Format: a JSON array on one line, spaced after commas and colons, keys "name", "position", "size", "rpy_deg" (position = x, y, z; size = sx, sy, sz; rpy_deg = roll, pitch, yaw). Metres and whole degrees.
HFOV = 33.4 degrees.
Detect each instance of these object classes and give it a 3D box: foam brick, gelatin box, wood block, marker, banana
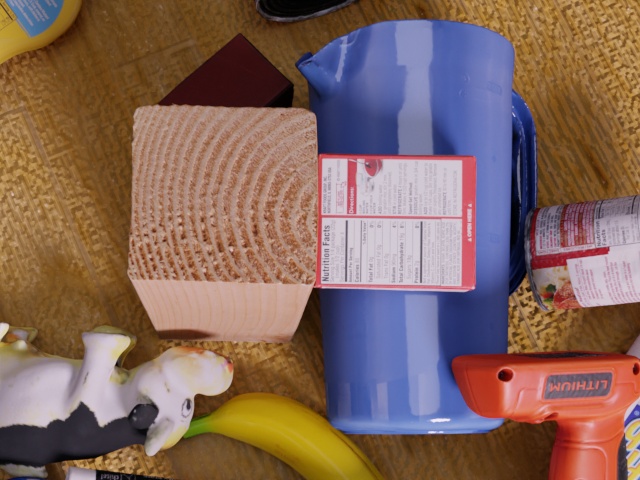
[{"name": "foam brick", "position": [-0.063, -0.087, 0.705], "size": [0.078, 0.053, 0.051], "rpy_deg": [-43, 84, -11]}, {"name": "gelatin box", "position": [0.040, -0.009, 0.584], "size": [0.089, 0.030, 0.073], "rpy_deg": [1, 85, 1]}, {"name": "wood block", "position": [-0.054, 0.000, 0.607], "size": [0.090, 0.206, 0.090], "rpy_deg": [1, 77, -4]}, {"name": "marker", "position": [-0.091, 0.151, 0.636], "size": [0.121, 0.020, 0.020], "rpy_deg": [11, 76, -18]}, {"name": "banana", "position": [0.006, 0.157, 0.666], "size": [0.198, 0.037, 0.070], "rpy_deg": [41, 107, 9]}]

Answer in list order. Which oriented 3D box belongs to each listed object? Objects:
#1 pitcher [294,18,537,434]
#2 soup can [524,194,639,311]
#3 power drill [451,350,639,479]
[{"name": "pitcher", "position": [0.066, -0.003, 0.666], "size": [0.149, 0.145, 0.243], "rpy_deg": [-2, 81, 8]}, {"name": "soup can", "position": [0.187, 0.006, 0.667], "size": [0.102, 0.068, 0.068], "rpy_deg": [-8, 76, 28]}, {"name": "power drill", "position": [0.113, 0.155, 0.577], "size": [0.184, 0.057, 0.187], "rpy_deg": [-1, 90, -26]}]
